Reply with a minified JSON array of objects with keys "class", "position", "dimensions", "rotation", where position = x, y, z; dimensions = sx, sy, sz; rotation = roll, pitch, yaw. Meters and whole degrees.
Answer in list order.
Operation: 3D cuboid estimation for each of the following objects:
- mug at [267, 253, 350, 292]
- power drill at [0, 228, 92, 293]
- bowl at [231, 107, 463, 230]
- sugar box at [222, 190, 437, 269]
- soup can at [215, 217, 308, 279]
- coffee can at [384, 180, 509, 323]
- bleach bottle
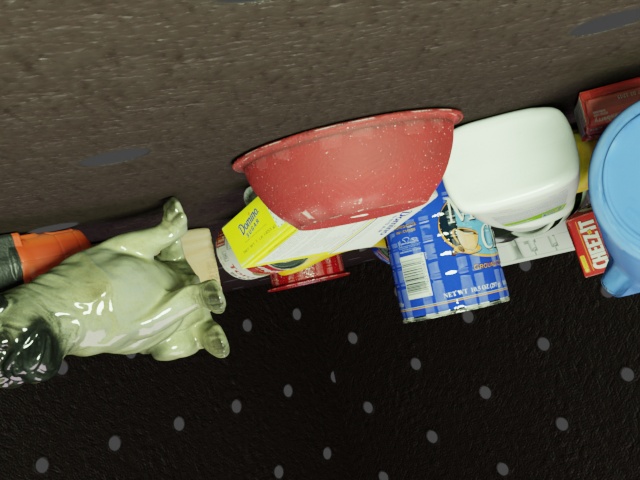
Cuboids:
[{"class":"mug","position":[-0.023,0.009,1.185],"dimensions":[0.093,0.081,0.117],"rotation":[-12,176,-7]},{"class":"power drill","position":[-0.303,0.040,0.878],"dimensions":[0.184,0.057,0.188],"rotation":[-10,176,-40]},{"class":"bowl","position":[0.023,-0.043,0.729],"dimensions":[0.162,0.055,0.162],"rotation":[-12,177,-1]},{"class":"sugar box","position":[0.012,-0.025,0.892],"dimensions":[0.093,0.048,0.175],"rotation":[-39,164,35]},{"class":"soup can","position":[-0.057,0.001,1.065],"dimensions":[0.068,0.068,0.102],"rotation":[-11,177,-27]},{"class":"coffee can","position":[0.111,-0.002,0.996],"dimensions":[0.103,0.140,0.103],"rotation":[-12,177,-1]},{"class":"bleach bottle","position":[0.161,-0.043,0.883],"dimensions":[0.102,0.068,0.250],"rotation":[-15,170,10]}]
